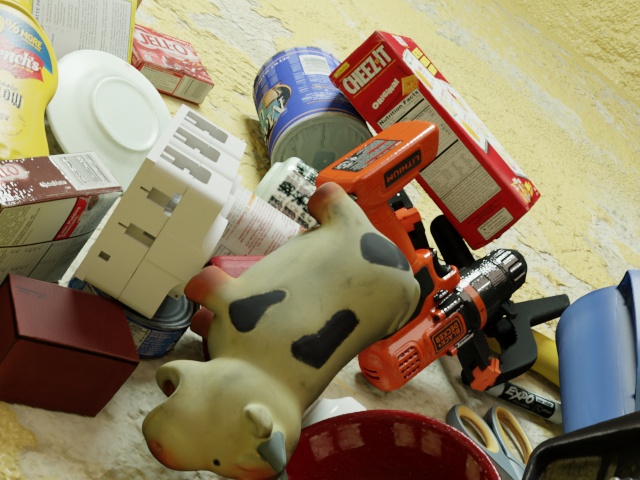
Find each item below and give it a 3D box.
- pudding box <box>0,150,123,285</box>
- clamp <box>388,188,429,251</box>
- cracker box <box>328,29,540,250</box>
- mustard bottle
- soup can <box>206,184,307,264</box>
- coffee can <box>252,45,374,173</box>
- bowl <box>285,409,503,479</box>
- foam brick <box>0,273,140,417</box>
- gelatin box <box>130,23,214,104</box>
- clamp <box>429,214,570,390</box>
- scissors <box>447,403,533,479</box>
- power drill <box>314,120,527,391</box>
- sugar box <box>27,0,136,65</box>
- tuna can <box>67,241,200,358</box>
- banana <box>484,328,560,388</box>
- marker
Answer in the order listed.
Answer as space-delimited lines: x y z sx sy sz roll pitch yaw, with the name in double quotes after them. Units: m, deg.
-0.185 -0.008 0.653 0.039 0.090 0.113 48 26 15 "pudding box"
0.079 -0.003 0.975 0.120 0.039 0.171 59 4 -4 "clamp"
0.114 -0.097 1.024 0.214 0.072 0.164 50 17 4 "cracker box"
-0.232 -0.114 0.749 0.096 0.058 0.191 23 45 -32 "mustard bottle"
-0.055 0.001 0.839 0.102 0.069 0.068 34 25 -8 "soup can"
-0.008 -0.116 1.057 0.102 0.103 0.140 24 28 -28 "coffee can"
0.030 0.175 0.617 0.162 0.055 0.162 -8 36 6 "bowl"
-0.155 0.062 0.621 0.078 0.051 0.053 19 30 -36 "foam brick"
-0.156 -0.176 1.047 0.089 0.030 0.073 14 34 -42 "gelatin box"
0.170 0.071 0.995 0.164 0.036 0.210 29 33 -11 "clamp"
0.153 0.199 0.846 0.096 0.016 0.202 26 28 -22 "scissors"
0.084 0.003 0.857 0.184 0.057 0.187 -35 114 -30 "power drill"
-0.232 -0.172 0.864 0.048 0.093 0.175 7 1 42 "sugar box"
-0.126 0.038 0.720 0.086 0.034 0.086 30 26 -17 "tuna can"
0.232 0.129 1.046 0.198 0.037 0.069 38 25 -1 "banana"
0.175 0.140 0.972 0.121 0.020 0.020 25 28 -27 "marker"
